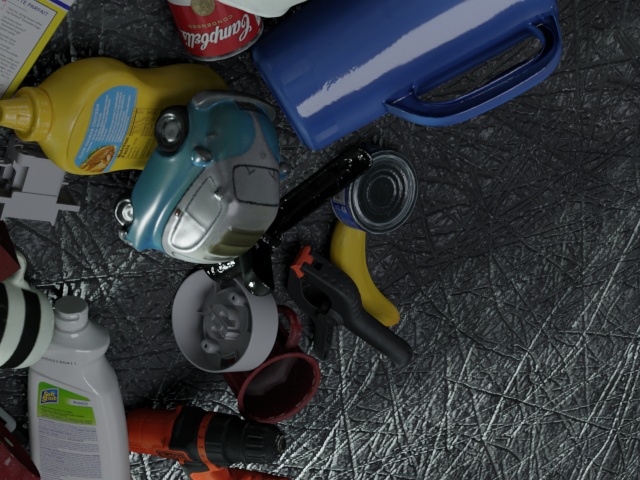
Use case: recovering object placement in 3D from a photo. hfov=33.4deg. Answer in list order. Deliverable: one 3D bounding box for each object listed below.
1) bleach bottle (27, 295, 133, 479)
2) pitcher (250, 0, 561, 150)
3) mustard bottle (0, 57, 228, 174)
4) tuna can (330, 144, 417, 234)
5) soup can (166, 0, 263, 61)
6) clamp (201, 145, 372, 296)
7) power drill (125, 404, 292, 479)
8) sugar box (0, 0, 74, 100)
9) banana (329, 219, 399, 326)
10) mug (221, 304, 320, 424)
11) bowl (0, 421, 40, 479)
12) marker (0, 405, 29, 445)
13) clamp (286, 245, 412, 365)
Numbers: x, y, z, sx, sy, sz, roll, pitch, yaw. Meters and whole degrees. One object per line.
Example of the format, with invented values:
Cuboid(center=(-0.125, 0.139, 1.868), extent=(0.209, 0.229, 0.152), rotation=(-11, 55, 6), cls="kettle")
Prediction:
Cuboid(center=(-0.228, 0.162, 1.024), extent=(0.102, 0.068, 0.251), rotation=(7, 123, -1), cls="bleach bottle")
Cuboid(center=(0.072, -0.171, 0.897), extent=(0.243, 0.149, 0.145), rotation=(-31, 115, 2), cls="pitcher")
Cuboid(center=(-0.168, -0.098, 0.848), extent=(0.191, 0.058, 0.096), rotation=(-4, 131, -45), cls="mustard bottle")
Cuboid(center=(0.053, -0.050, 1.043), extent=(0.086, 0.034, 0.086), rotation=(-8, 105, -31), cls="tuna can")
Cuboid(center=(-0.091, -0.202, 0.834), extent=(0.068, 0.069, 0.102), rotation=(-28, 133, -10), cls="soup can")
Cuboid(center=(-0.056, 0.001, 0.934), extent=(0.036, 0.210, 0.164), rotation=(47, 55, -15), cls="clamp")
Cuboid(center=(-0.095, 0.234, 1.120), extent=(0.187, 0.185, 0.057), rotation=(60, 41, -47), cls="power drill")
Cuboid(center=(-0.239, -0.177, 0.779), extent=(0.093, 0.048, 0.176), rotation=(26, 104, -43), cls="sugar box")
Cuboid(center=(0.045, 0.032, 1.120), extent=(0.069, 0.037, 0.198), rotation=(-23, 133, -13), cls="banana")
Cuboid(center=(-0.054, 0.118, 1.095), extent=(0.093, 0.082, 0.117), rotation=(5, 120, -36), cls="mug")
Cuboid(center=(-0.301, 0.196, 0.956), extent=(0.055, 0.162, 0.162), rotation=(-40, 136, -12), cls="bowl")
Cuboid(center=(-0.313, 0.161, 1.014), extent=(0.020, 0.020, 0.121), rotation=(-33, 134, -5), cls="marker")
Cuboid(center=(0.009, 0.075, 1.112), extent=(0.120, 0.039, 0.171), rotation=(-14, 125, 37), cls="clamp")
